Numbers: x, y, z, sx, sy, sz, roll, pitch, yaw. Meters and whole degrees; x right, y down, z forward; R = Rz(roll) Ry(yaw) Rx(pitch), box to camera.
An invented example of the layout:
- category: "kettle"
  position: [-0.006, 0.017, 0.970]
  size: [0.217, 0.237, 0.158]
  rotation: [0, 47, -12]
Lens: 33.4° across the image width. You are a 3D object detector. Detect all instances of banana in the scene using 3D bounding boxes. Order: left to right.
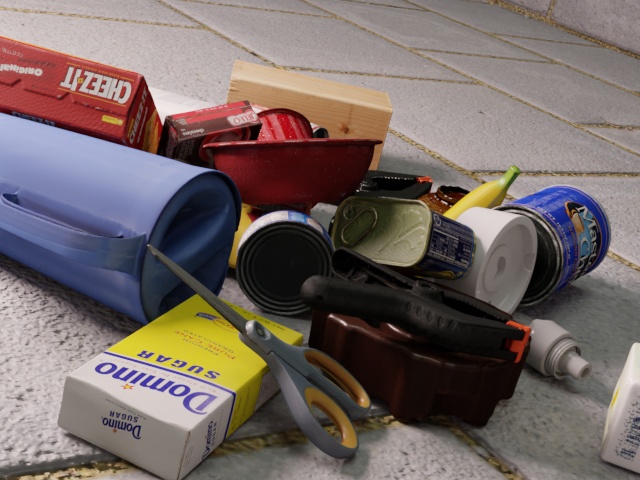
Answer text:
- category: "banana"
  position: [0.122, -0.007, 1.068]
  size: [0.037, 0.070, 0.197]
  rotation: [39, 63, 24]

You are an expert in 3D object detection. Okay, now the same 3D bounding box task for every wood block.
- category: "wood block"
  position: [-0.020, -0.160, 1.376]
  size: [0.206, 0.091, 0.090]
  rotation: [12, 21, -6]

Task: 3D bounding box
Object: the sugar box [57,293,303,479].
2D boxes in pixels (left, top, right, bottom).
- category: "sugar box"
  position: [-0.090, 0.093, 0.733]
  size: [0.093, 0.048, 0.176]
  rotation: [21, 20, 16]

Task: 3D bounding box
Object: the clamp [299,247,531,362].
- category: "clamp"
  position: [0.067, 0.051, 0.791]
  size: [0.172, 0.039, 0.120]
  rotation: [19, 21, 17]

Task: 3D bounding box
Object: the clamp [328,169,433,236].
- category: "clamp"
  position: [0.048, -0.046, 1.199]
  size: [0.209, 0.036, 0.165]
  rotation: [-3, 27, -29]

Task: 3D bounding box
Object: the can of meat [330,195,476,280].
- category: "can of meat"
  position: [0.074, 0.000, 0.936]
  size: [0.102, 0.057, 0.083]
  rotation: [6, -8, 39]

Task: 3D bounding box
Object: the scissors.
- category: "scissors"
  position: [-0.037, 0.081, 0.716]
  size: [0.201, 0.016, 0.096]
  rotation: [34, 27, -30]

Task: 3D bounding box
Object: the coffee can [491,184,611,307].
- category: "coffee can"
  position: [0.225, 0.003, 1.089]
  size: [0.103, 0.103, 0.140]
  rotation: [25, 23, 27]

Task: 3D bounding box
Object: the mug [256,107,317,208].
- category: "mug"
  position: [-0.051, -0.071, 1.116]
  size: [0.093, 0.117, 0.081]
  rotation: [47, 14, -45]

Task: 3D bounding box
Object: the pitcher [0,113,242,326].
- category: "pitcher"
  position: [-0.199, -0.024, 0.856]
  size: [0.243, 0.149, 0.144]
  rotation: [19, 57, 24]

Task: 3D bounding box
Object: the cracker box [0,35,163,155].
- category: "cracker box"
  position: [-0.240, -0.116, 1.018]
  size: [0.164, 0.072, 0.214]
  rotation: [14, -11, 0]

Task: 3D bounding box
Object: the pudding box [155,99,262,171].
- category: "pudding box"
  position: [-0.113, -0.081, 1.039]
  size: [0.089, 0.114, 0.039]
  rotation: [-15, 61, -28]

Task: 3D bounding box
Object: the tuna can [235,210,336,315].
- category: "tuna can"
  position: [-0.029, 0.018, 0.911]
  size: [0.086, 0.086, 0.034]
  rotation: [11, 19, -7]

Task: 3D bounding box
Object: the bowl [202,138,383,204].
- category: "bowl"
  position: [-0.024, -0.061, 0.959]
  size: [0.162, 0.055, 0.162]
  rotation: [-2, 4, 0]
